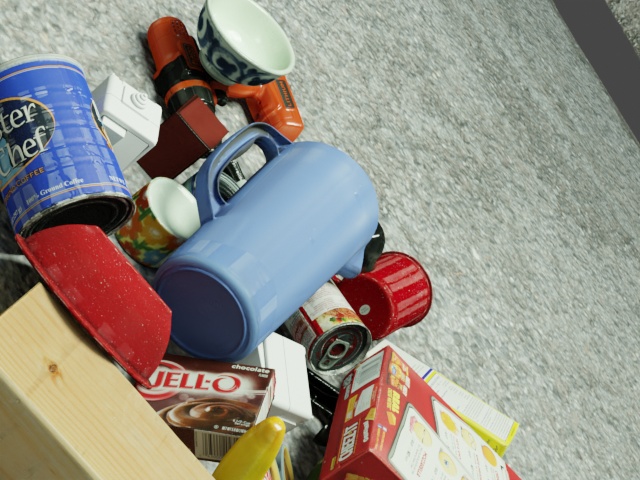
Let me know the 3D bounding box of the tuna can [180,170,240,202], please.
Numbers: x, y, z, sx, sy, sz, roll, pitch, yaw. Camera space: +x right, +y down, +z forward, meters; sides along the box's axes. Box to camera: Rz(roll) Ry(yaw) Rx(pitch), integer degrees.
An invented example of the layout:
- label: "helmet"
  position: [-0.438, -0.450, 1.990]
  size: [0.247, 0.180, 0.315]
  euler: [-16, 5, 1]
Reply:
- label: "tuna can"
  position: [-0.110, -0.032, 1.107]
  size: [0.086, 0.034, 0.086]
  euler: [35, 35, -31]

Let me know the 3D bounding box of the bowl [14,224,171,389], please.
- label: "bowl"
  position: [-0.168, 0.041, 0.846]
  size: [0.162, 0.055, 0.162]
  euler: [48, -8, 9]

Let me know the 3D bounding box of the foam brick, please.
- label: "foam brick"
  position: [-0.144, -0.100, 1.083]
  size: [0.051, 0.078, 0.053]
  euler: [49, 33, -11]

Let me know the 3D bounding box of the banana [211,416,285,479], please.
- label: "banana"
  position: [-0.072, 0.226, 0.819]
  size: [0.037, 0.070, 0.198]
  euler: [17, 86, -47]

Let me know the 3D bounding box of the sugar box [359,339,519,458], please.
- label: "sugar box"
  position: [0.123, 0.176, 1.144]
  size: [0.176, 0.048, 0.093]
  euler: [30, 12, 13]

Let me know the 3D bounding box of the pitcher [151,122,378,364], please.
- label: "pitcher"
  position: [-0.057, 0.001, 0.994]
  size: [0.149, 0.145, 0.242]
  euler: [22, 34, 16]

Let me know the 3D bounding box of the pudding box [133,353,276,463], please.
- label: "pudding box"
  position: [-0.101, 0.138, 0.883]
  size: [0.113, 0.039, 0.090]
  euler: [9, 33, 7]

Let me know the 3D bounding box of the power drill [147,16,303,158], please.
- label: "power drill"
  position: [-0.104, -0.159, 1.218]
  size: [0.187, 0.057, 0.184]
  euler: [13, 50, -50]

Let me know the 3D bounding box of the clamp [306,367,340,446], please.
- label: "clamp"
  position: [0.027, 0.179, 1.068]
  size: [0.171, 0.039, 0.120]
  euler: [29, 23, -35]

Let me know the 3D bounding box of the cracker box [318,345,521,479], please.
- label: "cracker box"
  position: [0.100, 0.225, 0.984]
  size: [0.213, 0.072, 0.164]
  euler: [46, 25, -15]

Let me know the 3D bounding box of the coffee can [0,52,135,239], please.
- label: "coffee can"
  position: [-0.229, -0.073, 0.908]
  size: [0.102, 0.103, 0.140]
  euler: [2, 59, -54]

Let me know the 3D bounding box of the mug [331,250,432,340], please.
- label: "mug"
  position: [0.059, 0.059, 1.218]
  size: [0.117, 0.093, 0.081]
  euler: [34, 28, 22]

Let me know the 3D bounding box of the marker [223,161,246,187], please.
- label: "marker"
  position: [-0.075, -0.036, 1.177]
  size: [0.020, 0.020, 0.121]
  euler: [-12, 70, -58]

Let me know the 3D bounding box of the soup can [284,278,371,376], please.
- label: "soup can"
  position: [-0.001, 0.080, 1.090]
  size: [0.068, 0.068, 0.102]
  euler: [25, 20, -41]

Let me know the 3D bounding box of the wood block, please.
- label: "wood block"
  position: [-0.181, 0.146, 0.773]
  size: [0.206, 0.090, 0.090]
  euler: [51, 31, -9]
